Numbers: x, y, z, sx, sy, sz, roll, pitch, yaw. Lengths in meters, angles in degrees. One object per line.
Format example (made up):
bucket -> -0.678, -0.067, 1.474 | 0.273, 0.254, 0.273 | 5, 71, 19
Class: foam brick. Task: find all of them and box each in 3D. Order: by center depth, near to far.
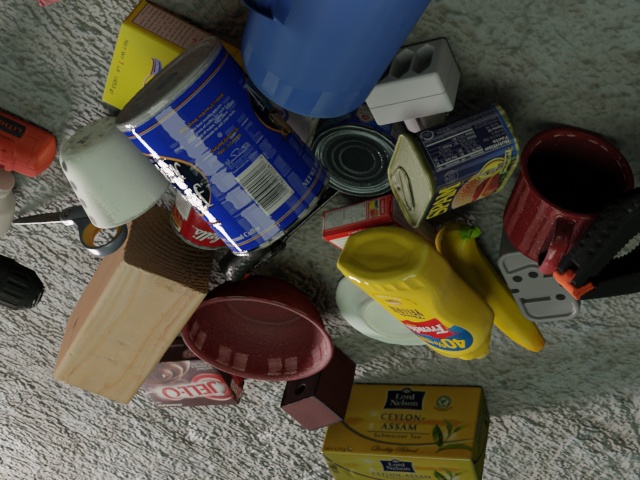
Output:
foam brick -> -0.002, 0.159, 1.169 | 0.053, 0.078, 0.051 | -25, 124, 35

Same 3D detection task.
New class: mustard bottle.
mustard bottle -> 0.103, 0.058, 0.968 | 0.096, 0.058, 0.191 | 4, 153, 42

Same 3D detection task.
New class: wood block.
wood block -> -0.192, 0.067, 1.096 | 0.090, 0.091, 0.206 | 23, 132, -18

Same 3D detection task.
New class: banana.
banana -> 0.152, 0.039, 0.997 | 0.037, 0.070, 0.197 | -40, 132, -1

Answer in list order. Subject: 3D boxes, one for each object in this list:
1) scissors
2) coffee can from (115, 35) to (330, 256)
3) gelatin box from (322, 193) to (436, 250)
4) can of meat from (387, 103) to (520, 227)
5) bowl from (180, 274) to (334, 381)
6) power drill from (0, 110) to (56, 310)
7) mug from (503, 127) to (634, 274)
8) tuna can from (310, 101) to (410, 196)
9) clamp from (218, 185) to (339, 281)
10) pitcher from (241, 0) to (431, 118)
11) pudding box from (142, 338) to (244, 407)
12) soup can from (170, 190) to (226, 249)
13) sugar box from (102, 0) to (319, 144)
scissors -> -0.247, -0.011, 1.057 | 0.202, 0.096, 0.016 | -17, 134, 28
coffee can -> -0.075, -0.073, 0.831 | 0.103, 0.102, 0.140 | -24, 117, 37
gelatin box -> 0.055, -0.008, 0.980 | 0.073, 0.030, 0.089 | -13, 154, 31
can of meat -> 0.108, -0.061, 0.865 | 0.084, 0.057, 0.102 | -21, 164, -11
bowl -> -0.062, 0.084, 1.115 | 0.162, 0.055, 0.162 | 7, 143, 5
power drill -> -0.313, -0.035, 0.976 | 0.184, 0.187, 0.057 | 25, 137, -7
mug -> 0.197, -0.023, 0.874 | 0.093, 0.117, 0.081 | 15, 144, 1
tuna can -> 0.035, -0.079, 0.926 | 0.086, 0.033, 0.086 | 10, 139, 8
clamp -> -0.057, 0.001, 0.992 | 0.039, 0.120, 0.172 | 54, 138, 8
pitcher -> 0.017, -0.195, 0.728 | 0.149, 0.145, 0.243 | 24, 142, -6
pudding box -> -0.156, 0.155, 1.245 | 0.114, 0.039, 0.090 | -4, 135, 23
soup can -> -0.095, -0.048, 0.977 | 0.068, 0.068, 0.102 | 21, 139, -5
sugar box -> -0.090, -0.120, 0.899 | 0.176, 0.048, 0.093 | 28, 137, 1
